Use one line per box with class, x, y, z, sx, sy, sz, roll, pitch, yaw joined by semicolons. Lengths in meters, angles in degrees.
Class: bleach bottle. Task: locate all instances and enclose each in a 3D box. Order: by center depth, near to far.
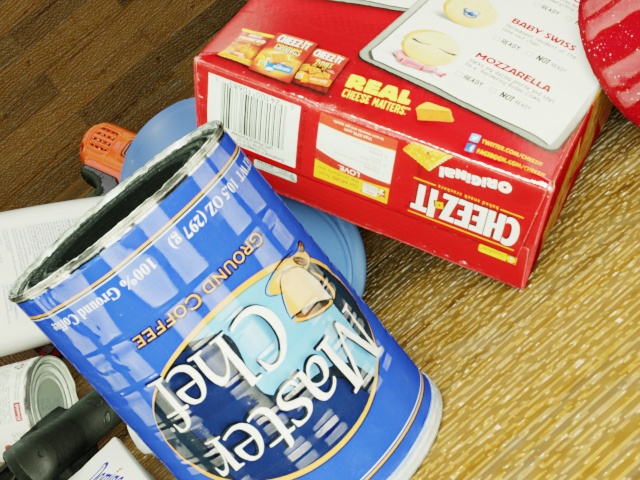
bleach bottle;-0.152;0.019;0.763;0.250;0.102;0.068;-11;-2;-34

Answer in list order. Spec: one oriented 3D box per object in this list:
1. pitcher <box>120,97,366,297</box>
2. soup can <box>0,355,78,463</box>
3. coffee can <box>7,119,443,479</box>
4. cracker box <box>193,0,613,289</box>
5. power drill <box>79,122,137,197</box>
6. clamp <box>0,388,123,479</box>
pitcher;-0.054;0.001;0.641;0.145;0.149;0.243;-24;17;-5
soup can;-0.224;0.118;0.726;0.102;0.068;0.068;-12;22;15
coffee can;-0.034;0.040;0.413;0.103;0.140;0.103;-36;15;11
cracker box;0.062;-0.093;0.520;0.213;0.164;0.072;-56;-20;-40
power drill;-0.156;0.003;0.873;0.185;0.057;0.187;24;67;23
clamp;-0.155;0.123;0.600;0.165;0.036;0.209;-40;0;23
